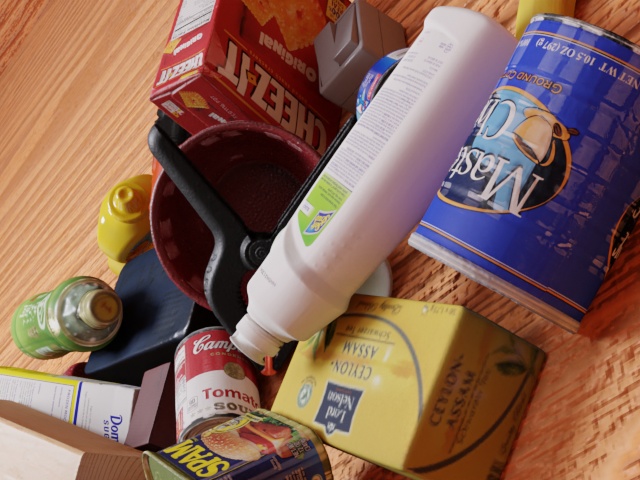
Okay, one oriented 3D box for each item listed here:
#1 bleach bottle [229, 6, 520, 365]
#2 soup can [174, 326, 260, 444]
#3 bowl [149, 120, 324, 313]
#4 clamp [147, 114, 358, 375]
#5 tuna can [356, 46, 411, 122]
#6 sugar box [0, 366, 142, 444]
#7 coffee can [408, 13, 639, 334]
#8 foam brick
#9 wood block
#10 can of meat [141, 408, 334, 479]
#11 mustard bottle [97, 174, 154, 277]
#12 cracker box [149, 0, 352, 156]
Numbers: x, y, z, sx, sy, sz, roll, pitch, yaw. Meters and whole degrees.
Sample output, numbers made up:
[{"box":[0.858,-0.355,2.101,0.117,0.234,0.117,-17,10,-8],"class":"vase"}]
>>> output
[{"box":[0.030,-0.030,0.675,0.251,0.068,0.103,-51,19,3],"class":"bleach bottle"},{"box":[-0.082,0.127,0.850,0.069,0.068,0.102,-50,28,25],"class":"soup can"},{"box":[-0.056,-0.019,0.882,0.162,0.162,0.055,-57,-2,12],"class":"bowl"},{"box":[-0.055,0.001,0.833,0.036,0.164,0.210,-89,4,-77],"class":"clamp"},{"box":[0.069,-0.094,0.759,0.086,0.086,0.034,-60,24,7],"class":"tuna can"},{"box":[-0.238,0.175,1.008,0.176,0.048,0.093,5,86,26],"class":"sugar box"},{"box":[0.125,-0.035,0.574,0.140,0.102,0.103,-61,25,2],"class":"coffee can"},{"box":[-0.131,0.154,0.937,0.053,0.051,0.078,-25,44,51],"class":"foam brick"},{"box":[-0.248,0.199,0.911,0.206,0.090,0.090,11,83,37],"class":"wood block"},{"box":[-0.050,0.146,0.648,0.102,0.083,0.057,7,115,62],"class":"can of meat"},{"box":[-0.192,-0.019,1.117,0.096,0.058,0.192,-53,-7,-14],"class":"mustard bottle"},{"box":[-0.050,-0.170,0.959,0.072,0.164,0.213,-20,46,37],"class":"cracker box"}]
